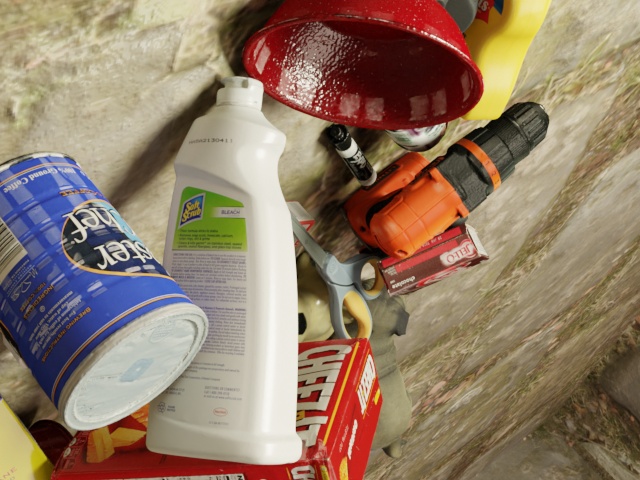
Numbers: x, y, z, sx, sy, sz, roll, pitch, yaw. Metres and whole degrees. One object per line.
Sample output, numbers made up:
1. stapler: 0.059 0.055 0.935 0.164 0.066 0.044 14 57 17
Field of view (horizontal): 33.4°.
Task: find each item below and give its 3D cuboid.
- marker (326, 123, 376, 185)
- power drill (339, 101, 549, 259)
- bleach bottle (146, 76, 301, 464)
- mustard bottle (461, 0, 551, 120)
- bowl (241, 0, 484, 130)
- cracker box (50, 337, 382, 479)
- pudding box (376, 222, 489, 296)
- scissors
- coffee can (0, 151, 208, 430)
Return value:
1. marker: 0.028 -0.075 0.936 0.020 0.020 0.121 -43 159 1
2. power drill: 0.102 -0.052 0.953 0.184 0.057 0.188 -38 -174 -12
3. bleach bottle: -0.055 0.016 0.707 0.068 0.103 0.251 21 72 -67
4. mustard bottle: 0.136 -0.187 0.805 0.058 0.096 0.192 -2 144 -16
5. bowl: 0.031 -0.131 0.712 0.162 0.162 0.055 58 40 -69
6. cracker box: -0.073 0.146 0.809 0.164 0.214 0.072 -66 145 -61
7. pudding box: 0.107 0.019 0.995 0.090 0.039 0.113 -24 175 12
8. scissors: 0.017 0.014 0.964 0.096 0.016 0.201 -55 140 -34
9. coffee can: -0.150 0.030 0.652 0.102 0.140 0.103 -36 158 -17
